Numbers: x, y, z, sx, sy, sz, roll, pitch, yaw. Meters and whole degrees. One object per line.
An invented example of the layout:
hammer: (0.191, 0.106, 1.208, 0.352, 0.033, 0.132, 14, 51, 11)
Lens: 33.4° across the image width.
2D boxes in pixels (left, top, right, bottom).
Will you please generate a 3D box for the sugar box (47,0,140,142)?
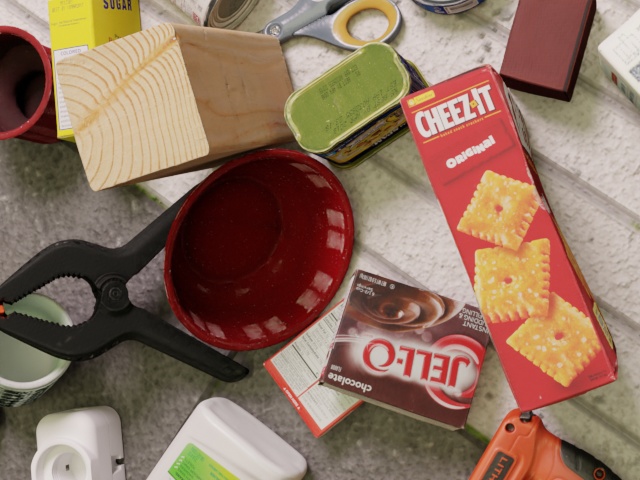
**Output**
sugar box: (-0.181, -0.166, 0.872, 0.048, 0.093, 0.176, -4, 87, 16)

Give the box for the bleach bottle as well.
bleach bottle: (-0.119, 0.253, 0.856, 0.103, 0.068, 0.251, 36, 100, 16)

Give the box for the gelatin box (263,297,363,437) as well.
gelatin box: (0.012, 0.099, 0.838, 0.089, 0.030, 0.073, -40, 78, 9)

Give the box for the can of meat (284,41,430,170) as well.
can of meat: (0.030, -0.102, 0.812, 0.102, 0.083, 0.057, -33, 79, 13)

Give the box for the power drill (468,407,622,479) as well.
power drill: (0.188, 0.222, 0.769, 0.188, 0.057, 0.184, 29, 92, 13)

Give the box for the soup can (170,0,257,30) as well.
soup can: (-0.104, -0.223, 0.864, 0.102, 0.068, 0.068, 42, 99, 13)

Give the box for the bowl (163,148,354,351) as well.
bowl: (-0.055, 0.001, 0.820, 0.055, 0.161, 0.162, 34, 99, 53)

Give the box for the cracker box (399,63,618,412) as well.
cracker box: (0.136, 0.000, 0.736, 0.072, 0.164, 0.214, -21, 82, 13)

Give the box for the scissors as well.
scissors: (-0.019, -0.159, 0.864, 0.202, 0.016, 0.096, -39, 78, 12)

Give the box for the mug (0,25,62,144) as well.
mug: (-0.258, -0.125, 0.899, 0.117, 0.081, 0.093, -1, 88, 16)

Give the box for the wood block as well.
wood block: (-0.092, -0.099, 0.777, 0.091, 0.205, 0.090, -15, 93, 18)

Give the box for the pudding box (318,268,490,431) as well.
pudding box: (0.064, 0.082, 0.794, 0.113, 0.039, 0.090, 18, 74, 2)

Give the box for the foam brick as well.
foam brick: (0.169, -0.148, 0.789, 0.051, 0.053, 0.078, 15, 91, 16)

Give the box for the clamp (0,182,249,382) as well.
clamp: (-0.160, 0.033, 0.842, 0.209, 0.036, 0.164, 0, 82, -19)
